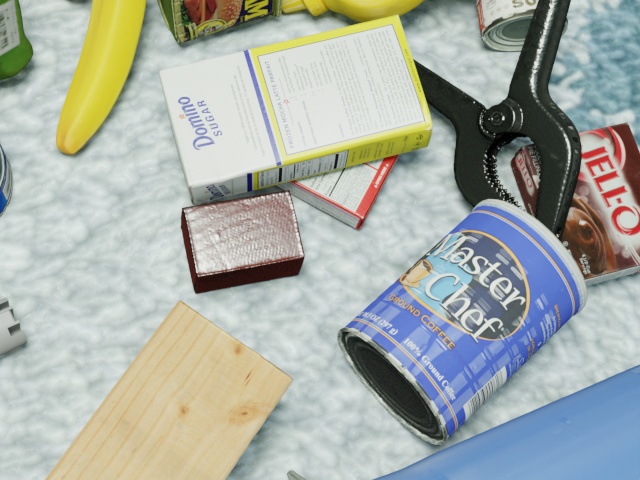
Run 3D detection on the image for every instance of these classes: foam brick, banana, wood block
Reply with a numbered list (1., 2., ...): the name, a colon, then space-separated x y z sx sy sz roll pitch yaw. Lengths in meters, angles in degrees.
1. foam brick: -0.055 0.001 0.747 0.078 0.053 0.051 -10 76 -11
2. banana: -0.153 -0.159 0.752 0.037 0.198 0.069 25 26 29
3. wood block: -0.115 0.152 0.676 0.090 0.091 0.206 34 73 3

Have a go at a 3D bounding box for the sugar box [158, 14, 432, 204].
1. sugar box: -0.017 -0.092 0.753 0.176 0.048 0.093 -14 73 -5

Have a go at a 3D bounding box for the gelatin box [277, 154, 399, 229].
1. gelatin box: 0.007 -0.061 0.786 0.089 0.030 0.073 27 73 3

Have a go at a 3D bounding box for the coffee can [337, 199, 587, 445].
1. coffee can: 0.096 0.054 0.727 0.140 0.103 0.103 -41 83 -16

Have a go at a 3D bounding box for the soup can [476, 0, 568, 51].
1. soup can: 0.152 -0.207 0.828 0.068 0.068 0.102 -3 75 -9

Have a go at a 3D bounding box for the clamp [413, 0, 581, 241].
1. clamp: 0.123 -0.088 0.778 0.165 0.036 0.210 -13 83 28

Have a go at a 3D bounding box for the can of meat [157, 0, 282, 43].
1. can of meat: -0.076 -0.194 0.775 0.084 0.102 0.057 -20 74 -11

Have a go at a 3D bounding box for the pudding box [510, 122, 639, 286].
1. pudding box: 0.203 -0.025 0.798 0.090 0.039 0.113 -14 76 -12
